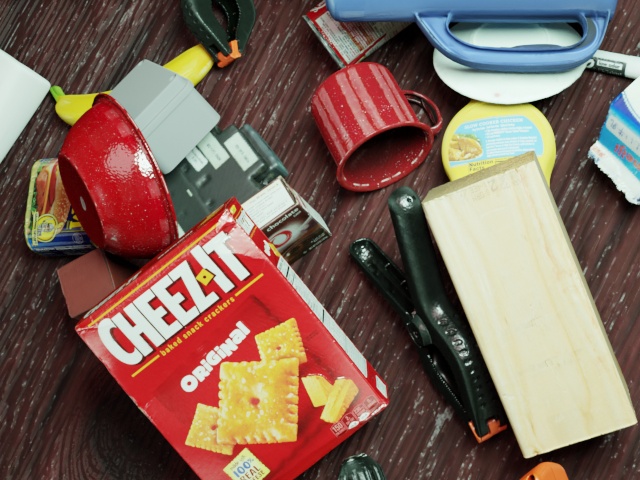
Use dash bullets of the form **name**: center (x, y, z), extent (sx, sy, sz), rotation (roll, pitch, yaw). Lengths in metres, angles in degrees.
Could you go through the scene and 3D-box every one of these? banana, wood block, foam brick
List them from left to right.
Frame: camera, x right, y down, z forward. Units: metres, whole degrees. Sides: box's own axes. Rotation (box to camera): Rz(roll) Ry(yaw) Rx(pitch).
- **foam brick**: center (-0.201, 0.048, 0.998), extent (0.051, 0.078, 0.053), rotation (-25, 67, 10)
- **banana**: center (-0.193, -0.151, 1.077), extent (0.198, 0.037, 0.069), rotation (-11, 71, 17)
- **wood block**: center (0.159, 0.045, 0.815), extent (0.090, 0.090, 0.206), rotation (-21, 96, 13)

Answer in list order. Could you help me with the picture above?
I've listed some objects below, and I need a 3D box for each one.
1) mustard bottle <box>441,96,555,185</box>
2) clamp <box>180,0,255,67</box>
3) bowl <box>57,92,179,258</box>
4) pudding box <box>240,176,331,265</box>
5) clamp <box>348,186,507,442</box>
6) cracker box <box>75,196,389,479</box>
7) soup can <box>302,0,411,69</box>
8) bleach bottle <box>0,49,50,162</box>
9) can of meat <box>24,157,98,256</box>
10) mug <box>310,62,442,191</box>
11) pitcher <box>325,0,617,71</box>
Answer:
- **mustard bottle**: center (0.153, -0.063, 0.913), extent (0.096, 0.058, 0.191), rotation (-7, 72, 17)
- **clamp**: center (-0.099, -0.259, 1.057), extent (0.120, 0.039, 0.171), rotation (-18, 90, -30)
- **bowl**: center (-0.186, -0.045, 0.939), extent (0.055, 0.162, 0.162), rotation (-26, 63, -23)
- **pudding box**: center (-0.056, 0.001, 0.953), extent (0.113, 0.090, 0.039), rotation (-37, 65, 5)
- **clamp**: center (0.091, 0.061, 0.862), extent (0.036, 0.165, 0.210), rotation (-25, 74, -15)
- **cracker box**: center (-0.071, 0.099, 0.887), extent (0.164, 0.072, 0.213), rotation (-38, 98, 6)
- **soup can**: center (0.043, -0.212, 0.993), extent (0.102, 0.068, 0.068), rotation (-37, 65, 6)
- **bleach bottle**: center (-0.388, -0.084, 1.116), extent (0.103, 0.068, 0.251), rotation (34, 91, 33)
- **can of meat**: center (-0.239, -0.035, 1.049), extent (0.084, 0.057, 0.102), rotation (-3, 72, 22)
- **mug**: center (0.053, -0.106, 0.954), extent (0.117, 0.093, 0.081), rotation (-16, 60, -18)
- **pitcher**: center (0.124, -0.232, 0.889), extent (0.243, 0.145, 0.149), rotation (-2, 38, 6)
